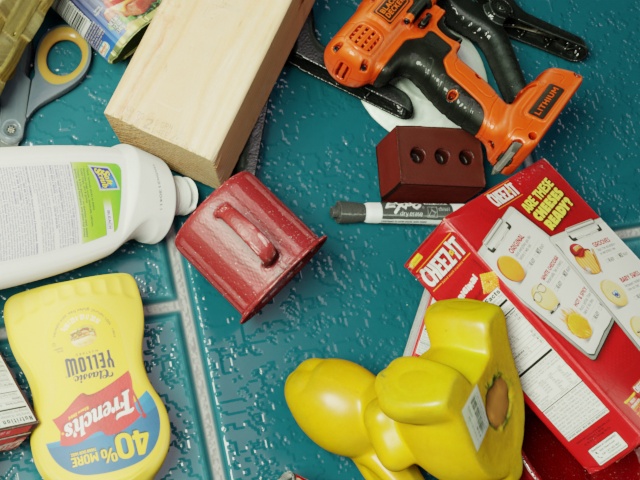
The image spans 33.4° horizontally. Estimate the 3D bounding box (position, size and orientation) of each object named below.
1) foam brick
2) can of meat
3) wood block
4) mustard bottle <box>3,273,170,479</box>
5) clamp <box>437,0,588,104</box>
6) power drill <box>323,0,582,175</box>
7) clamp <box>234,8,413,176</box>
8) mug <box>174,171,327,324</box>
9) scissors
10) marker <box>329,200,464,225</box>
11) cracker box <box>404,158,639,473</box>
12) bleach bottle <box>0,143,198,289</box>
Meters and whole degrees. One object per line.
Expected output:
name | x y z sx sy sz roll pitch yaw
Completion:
foam brick | 0.092 -0.062 0.895 0.078 0.051 0.053 0 74 -18
can of meat | -0.160 -0.199 0.845 0.084 0.058 0.102 45 54 -4
wood block | -0.074 -0.156 0.819 0.090 0.091 0.206 24 79 5
mustard bottle | -0.158 0.124 0.754 0.096 0.058 0.191 -11 78 -21
clamp | 0.153 -0.190 0.957 0.171 0.039 0.120 37 49 1
power drill | 0.119 -0.155 0.884 0.187 0.057 0.184 36 61 5
clamp | -0.043 -0.150 0.886 0.164 0.036 0.210 -33 84 -18
mug | -0.055 0.001 0.796 0.081 0.117 0.093 44 85 4
scissors | -0.219 -0.091 0.822 0.096 0.016 0.202 -5 76 -19
marker | 0.066 -0.023 0.892 0.121 0.020 0.020 1 74 -17
cracker box | 0.192 0.054 0.839 0.214 0.072 0.163 49 42 12
bleach bottle | -0.188 -0.015 0.747 0.250 0.068 0.102 -8 94 -47
